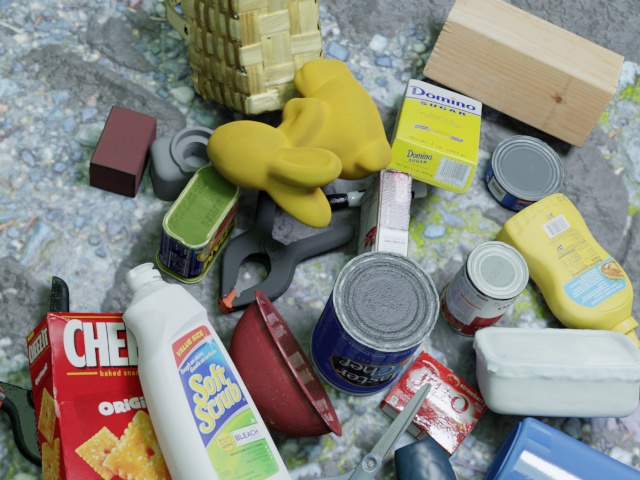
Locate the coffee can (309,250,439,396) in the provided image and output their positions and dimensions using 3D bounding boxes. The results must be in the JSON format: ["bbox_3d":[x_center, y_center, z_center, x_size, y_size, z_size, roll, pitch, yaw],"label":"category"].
[{"bbox_3d":[0.050,0.085,1.057,0.102,0.140,0.103,4,65,-8],"label":"coffee can"}]

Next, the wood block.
[{"bbox_3d":[0.236,-0.204,1.252,0.206,0.091,0.090,26,43,2],"label":"wood block"}]

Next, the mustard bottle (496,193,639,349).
[{"bbox_3d":[0.284,0.044,1.168,0.096,0.058,0.192,-26,71,-29],"label":"mustard bottle"}]

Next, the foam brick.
[{"bbox_3d":[-0.212,-0.096,1.147,0.051,0.053,0.078,16,62,-2],"label":"foam brick"}]

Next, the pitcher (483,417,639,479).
[{"bbox_3d":[0.272,0.282,1.017,0.243,0.145,0.149,29,42,8],"label":"pitcher"}]

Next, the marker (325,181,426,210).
[{"bbox_3d":[0.060,-0.050,1.194,0.121,0.020,0.020,-9,66,-15],"label":"marker"}]

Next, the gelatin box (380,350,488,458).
[{"bbox_3d":[0.117,0.168,1.091,0.089,0.030,0.073,39,63,9],"label":"gelatin box"}]

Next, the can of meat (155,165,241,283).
[{"bbox_3d":[-0.125,-0.018,1.108,0.057,0.084,0.102,29,62,4],"label":"can of meat"}]

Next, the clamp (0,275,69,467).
[{"bbox_3d":[-0.260,0.142,1.029,0.210,0.036,0.164,44,65,9],"label":"clamp"}]

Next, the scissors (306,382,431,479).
[{"bbox_3d":[0.028,0.215,1.028,0.096,0.016,0.201,20,80,11],"label":"scissors"}]

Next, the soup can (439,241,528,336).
[{"bbox_3d":[0.170,0.051,1.118,0.068,0.102,0.068,4,63,-9],"label":"soup can"}]

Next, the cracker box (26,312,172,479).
[{"bbox_3d":[-0.172,0.174,0.984,0.163,0.072,0.214,3,62,-33],"label":"cracker box"}]

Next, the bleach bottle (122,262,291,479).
[{"bbox_3d":[-0.118,0.137,0.953,0.102,0.068,0.251,-13,70,-44],"label":"bleach bottle"}]

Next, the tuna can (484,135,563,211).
[{"bbox_3d":[0.234,-0.076,1.232,0.086,0.034,0.086,4,63,-9],"label":"tuna can"}]

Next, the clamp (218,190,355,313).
[{"bbox_3d":[-0.057,0.001,1.136,0.120,0.039,0.171,43,65,12],"label":"clamp"}]

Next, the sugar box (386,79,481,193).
[{"bbox_3d":[0.128,-0.119,1.181,0.093,0.048,0.176,19,33,-1],"label":"sugar box"}]

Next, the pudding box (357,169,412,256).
[{"bbox_3d":[0.066,-0.008,1.125,0.039,0.090,0.113,9,73,-8],"label":"pudding box"}]

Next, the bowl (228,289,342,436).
[{"bbox_3d":[-0.042,0.130,1.025,0.055,0.162,0.162,-31,72,2],"label":"bowl"}]
